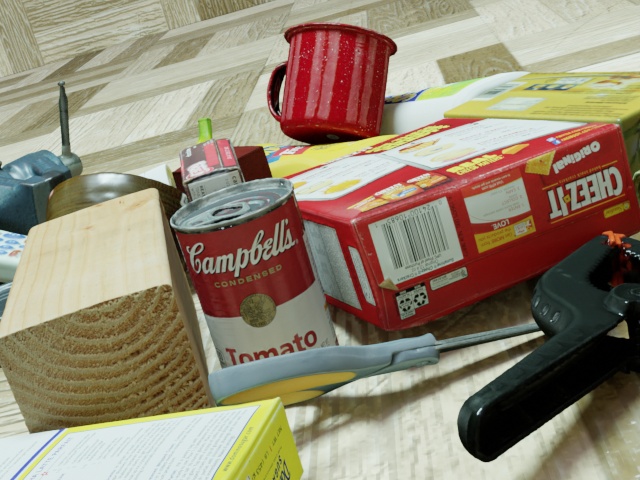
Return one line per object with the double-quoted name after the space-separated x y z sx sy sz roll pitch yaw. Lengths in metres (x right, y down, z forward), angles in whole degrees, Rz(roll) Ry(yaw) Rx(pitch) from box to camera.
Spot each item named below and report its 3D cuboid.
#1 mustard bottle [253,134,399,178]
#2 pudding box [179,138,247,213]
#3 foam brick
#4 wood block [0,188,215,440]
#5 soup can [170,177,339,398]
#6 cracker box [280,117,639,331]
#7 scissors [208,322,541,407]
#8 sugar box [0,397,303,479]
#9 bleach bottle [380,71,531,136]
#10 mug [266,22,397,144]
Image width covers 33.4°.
-0.010 -0.050 0.850 0.192 0.058 0.096 1 16 45 "mustard bottle"
-0.054 0.001 0.651 0.039 0.113 0.090 -18 18 -2 "pudding box"
-0.067 -0.027 0.802 0.053 0.078 0.051 0 23 40 "foam brick"
-0.120 0.046 0.613 0.090 0.091 0.206 -18 18 -5 "wood block"
-0.033 0.026 0.577 0.068 0.102 0.068 -15 18 5 "soup can"
0.062 -0.018 0.652 0.164 0.072 0.214 -21 13 -16 "cracker box"
0.033 0.062 0.539 0.201 0.016 0.096 -5 -17 -28 "scissors"
-0.104 0.118 0.462 0.176 0.048 0.093 -13 16 20 "sugar box"
0.068 -0.098 0.920 0.102 0.068 0.251 -25 17 -36 "bleach bottle"
0.002 -0.122 0.866 0.117 0.081 0.093 2 -8 37 "mug"
